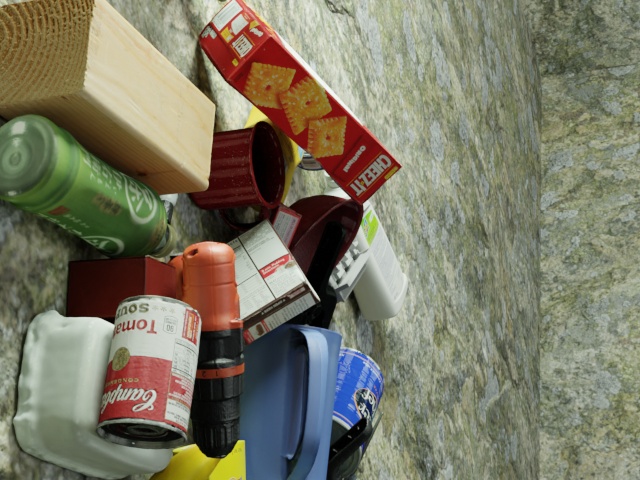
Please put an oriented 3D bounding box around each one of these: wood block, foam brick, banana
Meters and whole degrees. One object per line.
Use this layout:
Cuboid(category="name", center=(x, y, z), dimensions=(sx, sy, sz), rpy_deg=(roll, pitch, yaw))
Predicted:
Cuboid(category="wood block", center=(-0.176, -0.114, 0.896), dimensions=(0.206, 0.091, 0.090), rpy_deg=(42, 47, -62))
Cuboid(category="foam brick", center=(-0.167, 0.044, 0.901), dimensions=(0.053, 0.078, 0.051), rpy_deg=(33, 56, -65))
Cuboid(category="banana", center=(-0.145, 0.254, 0.914), dimensions=(0.069, 0.037, 0.197), rpy_deg=(38, 67, -43))

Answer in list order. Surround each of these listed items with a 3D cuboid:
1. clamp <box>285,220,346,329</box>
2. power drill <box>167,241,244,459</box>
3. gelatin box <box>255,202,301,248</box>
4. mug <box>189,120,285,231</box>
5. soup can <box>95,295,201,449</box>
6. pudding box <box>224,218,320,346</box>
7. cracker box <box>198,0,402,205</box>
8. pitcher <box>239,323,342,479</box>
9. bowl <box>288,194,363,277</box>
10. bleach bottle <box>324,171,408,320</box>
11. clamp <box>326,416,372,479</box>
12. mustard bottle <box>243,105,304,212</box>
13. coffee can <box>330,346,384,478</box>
Cuboid(category="clamp", center=(-0.015, 0.070, 1.273), dimensions=(0.164, 0.036, 0.210), rpy_deg=(-47, 156, -9))
Cuboid(category="power drill", center=(-0.104, 0.087, 0.966), dimensions=(0.188, 0.057, 0.184), rpy_deg=(-157, -113, -76))
Cuboid(category="gelatin box", center=(-0.058, 0.001, 1.184), dimensions=(0.089, 0.030, 0.073), rpy_deg=(-68, -163, 4))
Cuboid(category="mug", center=(-0.089, -0.065, 1.134), dimensions=(0.093, 0.082, 0.117), rpy_deg=(-55, 136, -60))
Cuboid(category="soup can", center=(-0.130, 0.102, 0.820), dimensions=(0.068, 0.069, 0.102), rpy_deg=(52, 37, -56))
Cuboid(category="pudding box", center=(-0.066, 0.041, 1.094), dimensions=(0.114, 0.090, 0.039), rpy_deg=(55, -5, 45))
Cuboid(category="cracker box", center=(-0.026, -0.151, 1.153), dimensions=(0.213, 0.072, 0.164), rpy_deg=(42, 7, -31))
Cuboid(category="pitcher", center=(-0.045, 0.207, 1.109), dimensions=(0.149, 0.145, 0.243), rpy_deg=(37, 54, -66))
Cuboid(category="bowl", center=(-0.020, 0.001, 1.279), dimensions=(0.162, 0.055, 0.162), rpy_deg=(-43, 159, -21))
Cuboid(category="bleach bottle", center=(0.060, -0.005, 1.558), dimensions=(0.102, 0.068, 0.251), rpy_deg=(-71, 146, -49))
Cuboid(category="clamp", center=(0.000, 0.264, 1.243), dimensions=(0.039, 0.120, 0.171), rpy_deg=(-82, 173, -55))
Cuboid(category="mustard bottle", center=(-0.054, -0.125, 1.279), dimensions=(0.191, 0.058, 0.096), rpy_deg=(-69, 142, -50))
Cuboid(category="coffee can", center=(0.016, 0.212, 1.320), dimensions=(0.140, 0.103, 0.103), rpy_deg=(-61, 141, -57))
